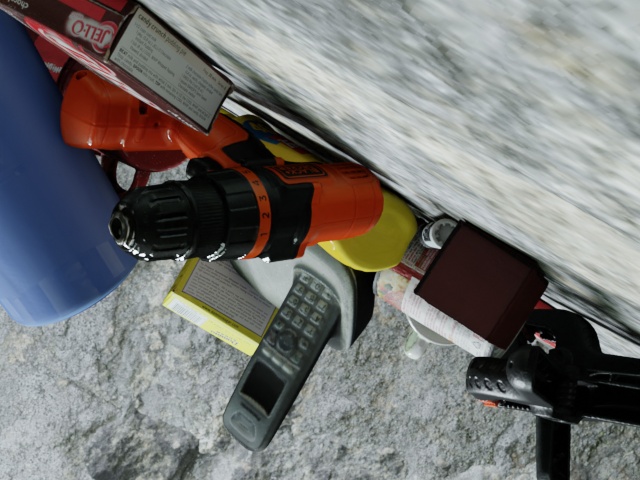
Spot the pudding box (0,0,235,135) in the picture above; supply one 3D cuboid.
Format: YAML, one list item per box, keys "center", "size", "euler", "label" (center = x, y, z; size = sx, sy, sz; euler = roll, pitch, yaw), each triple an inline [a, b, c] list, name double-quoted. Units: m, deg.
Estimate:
- center: [-0.111, -0.107, 0.585]
  size: [0.090, 0.039, 0.113]
  euler: [31, -179, 27]
  label: "pudding box"

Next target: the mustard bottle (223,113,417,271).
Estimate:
- center: [-0.026, -0.045, 0.773]
  size: [0.192, 0.058, 0.096]
  euler: [32, -171, 35]
  label: "mustard bottle"

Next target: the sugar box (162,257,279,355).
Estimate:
- center: [-0.056, 0.001, 0.937]
  size: [0.093, 0.176, 0.048]
  euler: [32, 153, -11]
  label: "sugar box"

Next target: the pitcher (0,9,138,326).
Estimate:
- center: [-0.232, -0.058, 0.716]
  size: [0.242, 0.149, 0.144]
  euler: [62, -150, -25]
  label: "pitcher"

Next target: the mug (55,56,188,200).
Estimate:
- center: [-0.139, -0.086, 0.787]
  size: [0.093, 0.117, 0.082]
  euler: [4, -166, -41]
  label: "mug"

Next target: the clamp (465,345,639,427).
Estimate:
- center: [0.160, 0.096, 0.661]
  size: [0.164, 0.036, 0.210]
  euler: [15, 170, -9]
  label: "clamp"

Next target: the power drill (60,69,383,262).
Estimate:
- center: [-0.080, -0.046, 0.647]
  size: [0.184, 0.057, 0.188]
  euler: [-6, -147, -43]
  label: "power drill"

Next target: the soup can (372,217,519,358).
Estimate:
- center: [0.099, 0.037, 0.784]
  size: [0.102, 0.068, 0.068]
  euler: [31, -179, 21]
  label: "soup can"

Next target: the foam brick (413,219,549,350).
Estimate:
- center: [0.096, 0.028, 0.631]
  size: [0.053, 0.051, 0.078]
  euler: [32, -179, 21]
  label: "foam brick"

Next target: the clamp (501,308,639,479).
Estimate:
- center: [0.170, 0.106, 0.767]
  size: [0.039, 0.120, 0.172]
  euler: [50, 176, -26]
  label: "clamp"

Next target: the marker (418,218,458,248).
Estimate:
- center: [0.077, -0.004, 0.703]
  size: [0.020, 0.020, 0.121]
  euler: [32, -179, 1]
  label: "marker"
